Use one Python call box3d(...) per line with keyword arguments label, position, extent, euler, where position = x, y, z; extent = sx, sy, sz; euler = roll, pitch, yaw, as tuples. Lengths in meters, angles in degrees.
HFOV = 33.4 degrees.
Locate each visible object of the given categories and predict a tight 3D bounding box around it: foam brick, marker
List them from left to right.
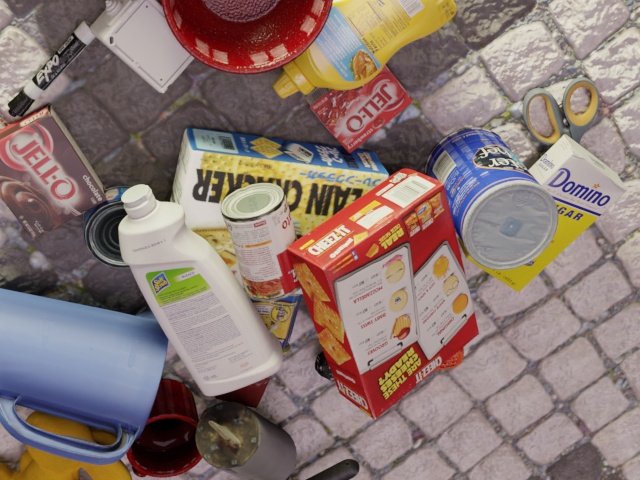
box3d(label="marker", position=(-0.263, -0.166, 1.042), extent=(0.121, 0.020, 0.020), euler=(-44, 120, 13))
box3d(label="foam brick", position=(-0.094, 0.145, 1.232), extent=(0.053, 0.078, 0.051), euler=(15, 117, -21))

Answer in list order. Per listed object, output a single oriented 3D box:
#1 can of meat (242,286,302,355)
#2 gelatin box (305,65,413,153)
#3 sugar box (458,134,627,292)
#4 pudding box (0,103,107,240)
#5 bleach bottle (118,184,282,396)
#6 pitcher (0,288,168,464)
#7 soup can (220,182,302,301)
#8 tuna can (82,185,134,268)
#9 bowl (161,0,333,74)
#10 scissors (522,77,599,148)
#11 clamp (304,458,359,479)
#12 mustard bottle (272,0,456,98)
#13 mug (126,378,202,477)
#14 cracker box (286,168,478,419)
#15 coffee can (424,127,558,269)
box3d(label="can of meat", position=(-0.075, 0.078, 1.209), extent=(0.102, 0.057, 0.084), euler=(7, 116, -17))
box3d(label="gelatin box", position=(0.041, -0.147, 1.121), extent=(0.089, 0.030, 0.073), euler=(-38, 121, 10))
box3d(label="sugar box", position=(0.253, -0.028, 1.223), extent=(0.093, 0.048, 0.176), euler=(30, 118, -26))
box3d(label="pudding box", position=(-0.283, -0.069, 1.082), extent=(0.090, 0.039, 0.113), euler=(-28, 122, 3))
box3d(label="bleach bottle", position=(-0.129, 0.046, 1.097), extent=(0.102, 0.068, 0.251), euler=(-22, 124, 3))
box3d(label="pitcher", position=(-0.291, 0.131, 1.132), extent=(0.242, 0.149, 0.145), euler=(16, 101, -15))
box3d(label="soup can", position=(-0.057, 0.001, 1.081), extent=(0.068, 0.068, 0.102), euler=(-17, 122, -4))
box3d(label="tuna can", position=(-0.209, -0.014, 1.136), extent=(0.086, 0.034, 0.086), euler=(-6, 121, -10))
box3d(label="bowl", position=(-0.070, -0.240, 0.997), extent=(0.162, 0.055, 0.162), euler=(-5, 119, -10))
box3d(label="scissors", position=(0.298, -0.105, 1.218), extent=(0.096, 0.016, 0.201), euler=(-36, 122, 8))
box3d(label="clamp", position=(-0.030, 0.337, 1.353), extent=(0.171, 0.039, 0.120), euler=(-12, 127, -7))
box3d(label="mustard bottle", position=(0.032, -0.205, 1.051), extent=(0.192, 0.058, 0.096), euler=(-37, 117, 9))
box3d(label="mug", position=(-0.189, 0.225, 1.252), extent=(0.093, 0.081, 0.117), euler=(21, 112, -24))
box3d(label="cracker box", position=(0.071, 0.055, 1.122), extent=(0.164, 0.072, 0.213), euler=(-35, 129, -22))
box3d(label="coffee can", position=(0.181, -0.047, 1.149), extent=(0.102, 0.140, 0.103), euler=(-6, 121, -11))
